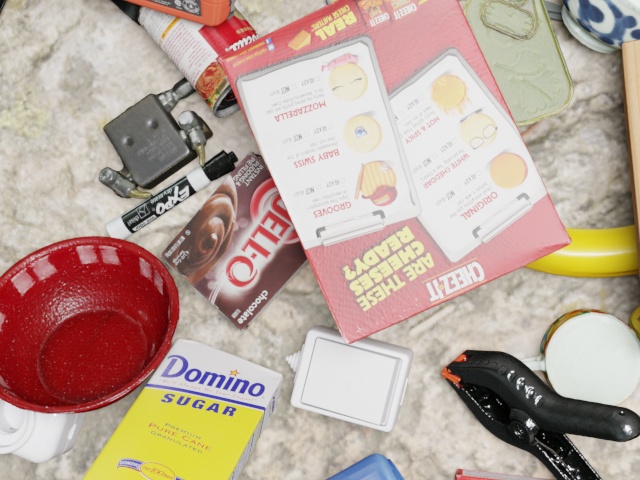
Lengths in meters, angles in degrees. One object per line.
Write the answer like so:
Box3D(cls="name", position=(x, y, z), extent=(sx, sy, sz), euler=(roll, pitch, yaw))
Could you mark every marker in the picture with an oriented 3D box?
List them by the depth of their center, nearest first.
Box3D(cls="marker", position=(-0.119, -0.037, 0.865), extent=(0.121, 0.020, 0.020), euler=(-32, 84, 6))

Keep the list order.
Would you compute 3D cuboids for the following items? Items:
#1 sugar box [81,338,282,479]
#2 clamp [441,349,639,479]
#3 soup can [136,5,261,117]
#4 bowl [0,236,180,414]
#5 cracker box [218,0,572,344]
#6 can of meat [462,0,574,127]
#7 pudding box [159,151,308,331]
Box3D(cls="sugar box", position=(-0.101, 0.151, 0.785), extent=(0.093, 0.176, 0.048), euler=(19, 130, 8))
Box3D(cls="clamp", position=(0.161, 0.125, 0.770), extent=(0.172, 0.120, 0.039), euler=(37, 50, 28))
Box3D(cls="soup can", position=(-0.088, -0.157, 0.839), extent=(0.068, 0.068, 0.102), euler=(-40, 83, 5))
Box3D(cls="bowl", position=(-0.185, 0.075, 0.832), extent=(0.162, 0.055, 0.162), euler=(-3, 52, 4))
Box3D(cls="cracker box", position=(0.050, -0.060, 0.732), extent=(0.164, 0.072, 0.214), euler=(-25, 86, 8))
Box3D(cls="can of meat", position=(0.143, -0.138, 0.789), extent=(0.057, 0.084, 0.102), euler=(-20, 96, 9))
Box3D(cls="pudding box", position=(-0.056, 0.001, 0.845), extent=(0.090, 0.039, 0.113), euler=(42, 94, 7))
